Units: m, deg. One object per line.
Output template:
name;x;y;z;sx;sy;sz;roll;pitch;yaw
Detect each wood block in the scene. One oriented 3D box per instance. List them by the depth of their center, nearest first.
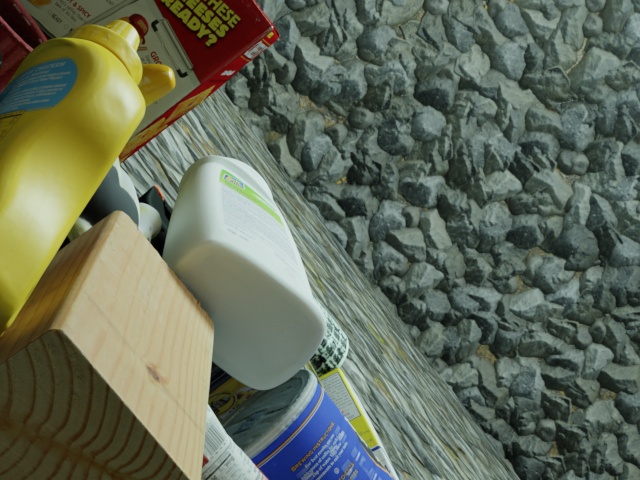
wood block;-0.112;0.065;0.503;0.091;0.090;0.206;53;5;-13

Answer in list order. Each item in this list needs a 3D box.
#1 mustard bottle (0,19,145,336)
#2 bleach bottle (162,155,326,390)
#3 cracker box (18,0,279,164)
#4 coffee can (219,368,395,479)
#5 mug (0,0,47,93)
mustard bottle;-0.131;-0.038;0.486;0.058;0.096;0.191;49;45;-28
bleach bottle;-0.055;0.001;0.729;0.102;0.068;0.251;40;13;-16
cracker box;-0.165;-0.160;0.834;0.164;0.214;0.072;53;6;-2
coffee can;-0.004;0.168;0.682;0.140;0.103;0.103;52;6;-9
mug;-0.247;-0.140;0.711;0.117;0.081;0.093;50;6;-30
